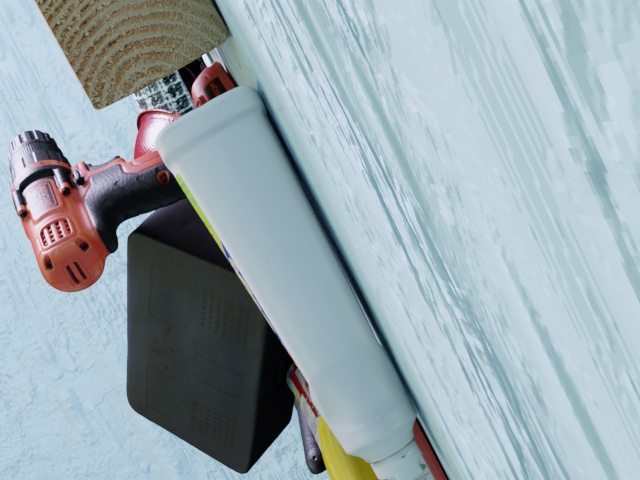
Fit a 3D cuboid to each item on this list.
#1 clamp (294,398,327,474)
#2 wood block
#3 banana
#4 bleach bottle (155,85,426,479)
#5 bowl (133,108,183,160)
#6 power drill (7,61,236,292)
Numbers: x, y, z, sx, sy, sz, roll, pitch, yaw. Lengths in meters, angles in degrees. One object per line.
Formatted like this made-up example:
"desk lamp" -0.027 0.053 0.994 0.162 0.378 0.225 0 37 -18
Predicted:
"clamp" -0.011 0.159 1.073 0.210 0.036 0.164 65 -173 22
"wood block" -0.130 -0.145 0.698 0.091 0.090 0.206 61 173 -12
"banana" 0.039 0.176 0.685 0.198 0.037 0.069 56 171 39
"bleach bottle" -0.008 0.035 0.639 0.251 0.068 0.102 61 177 -1
"bowl" -0.130 -0.058 1.065 0.162 0.055 0.162 28 159 12
"power drill" -0.140 -0.059 0.793 0.184 0.187 0.057 57 175 46
